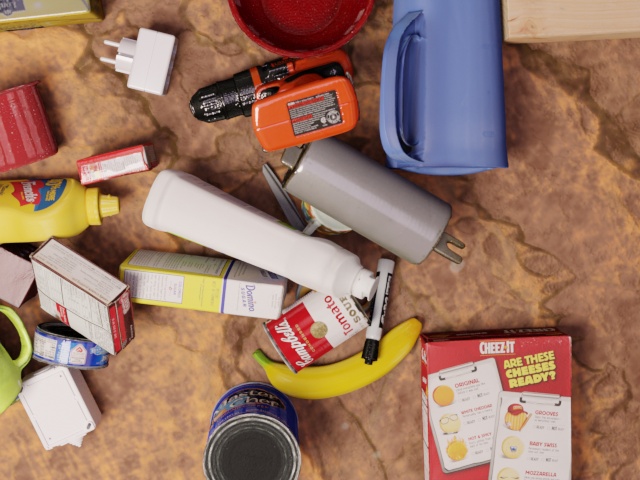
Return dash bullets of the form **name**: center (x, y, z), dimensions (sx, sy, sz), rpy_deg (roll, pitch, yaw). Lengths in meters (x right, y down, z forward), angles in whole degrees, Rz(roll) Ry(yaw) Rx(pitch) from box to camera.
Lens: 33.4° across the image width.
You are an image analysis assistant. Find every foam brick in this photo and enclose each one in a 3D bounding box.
- **foam brick**: center (-0.333, 0.034, 1.171), dimensions (0.053, 0.078, 0.051), rpy_deg (28, 96, -5)

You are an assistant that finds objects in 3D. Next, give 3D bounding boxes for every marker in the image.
- **marker**: center (0.064, 0.080, 1.202), dimensions (0.020, 0.020, 0.121), rpy_deg (12, 77, -4)

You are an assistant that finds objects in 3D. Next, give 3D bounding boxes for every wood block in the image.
- **wood block**: center (0.295, -0.264, 1.156), dimensions (0.206, 0.090, 0.091), rpy_deg (-3, 96, -1)

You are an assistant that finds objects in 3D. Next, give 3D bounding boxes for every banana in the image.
- **banana**: center (0.024, 0.141, 1.217), dimensions (0.198, 0.037, 0.069), rpy_deg (-12, 97, -1)

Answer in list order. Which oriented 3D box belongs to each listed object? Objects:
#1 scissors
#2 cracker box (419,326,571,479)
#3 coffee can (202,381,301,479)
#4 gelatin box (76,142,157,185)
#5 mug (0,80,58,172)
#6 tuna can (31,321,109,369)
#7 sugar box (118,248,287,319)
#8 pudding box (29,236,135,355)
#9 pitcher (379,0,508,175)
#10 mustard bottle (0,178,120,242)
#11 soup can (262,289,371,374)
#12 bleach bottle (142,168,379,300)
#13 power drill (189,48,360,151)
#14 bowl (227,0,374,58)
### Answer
- **scissors**: center (-0.026, 0.017, 1.212), dimensions (0.096, 0.016, 0.201), rpy_deg (-45, 96, 3)
- **cracker box**: center (0.199, 0.211, 1.215), dimensions (0.164, 0.072, 0.214), rpy_deg (-3, 95, -3)
- **coffee can**: center (-0.074, 0.221, 1.170), dimensions (0.103, 0.140, 0.103), rpy_deg (0, 96, -2)
- **gelatin box**: center (-0.219, -0.083, 1.157), dimensions (0.073, 0.089, 0.030), rpy_deg (-13, 97, -1)
- **mug**: center (-0.343, -0.119, 1.156), dimensions (0.117, 0.093, 0.081), rpy_deg (-10, 103, 30)
- **tuna can**: center (-0.274, 0.116, 1.179), dimensions (0.086, 0.086, 0.034), rpy_deg (10, 94, -3)
- **sugar box**: center (-0.125, 0.047, 1.167), dimensions (0.176, 0.093, 0.048), rpy_deg (9, 102, 1)
- **pudding box**: center (-0.249, 0.059, 1.124), dimensions (0.114, 0.090, 0.039), rpy_deg (28, 52, 18)
- **pitcher**: center (0.128, -0.191, 1.134), dimensions (0.145, 0.149, 0.243), rpy_deg (-1, 93, -2)
- **mustard bottle**: center (-0.314, -0.033, 1.155), dimensions (0.191, 0.096, 0.058), rpy_deg (-3, 117, -3)
- **soup can**: center (-0.004, 0.092, 1.179), dimensions (0.102, 0.068, 0.068), rpy_deg (-33, 96, 1)
- **bleach bottle**: center (-0.057, 0.001, 1.132), dimensions (0.251, 0.102, 0.068), rpy_deg (24, 95, 15)
- **power drill**: center (-0.043, -0.147, 1.109), dimensions (0.184, 0.188, 0.057), rpy_deg (-18, 113, -3)
- **bowl**: center (-0.021, -0.272, 1.155), dimensions (0.162, 0.055, 0.162), rpy_deg (0, 88, 0)
